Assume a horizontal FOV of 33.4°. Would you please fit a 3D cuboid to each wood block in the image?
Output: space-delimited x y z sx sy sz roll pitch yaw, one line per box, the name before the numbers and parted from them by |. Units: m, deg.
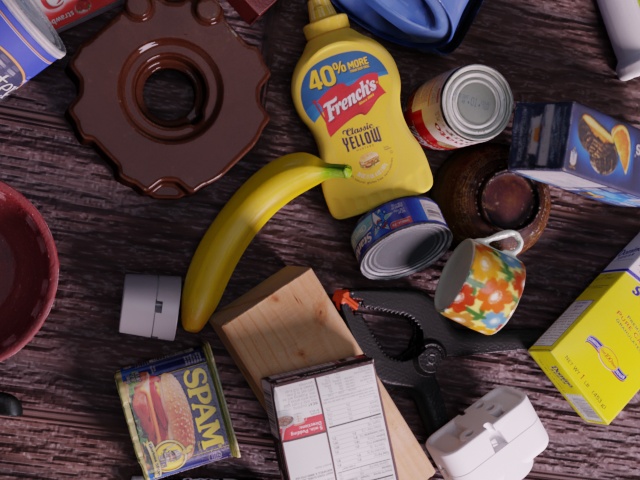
wood block | -0.001 0.133 0.920 0.090 0.091 0.206 -33 97 -11

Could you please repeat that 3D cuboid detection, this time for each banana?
banana | -0.062 -0.010 0.920 0.198 0.070 0.037 -47 132 1

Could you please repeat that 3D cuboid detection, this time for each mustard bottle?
mustard bottle | 0.027 -0.122 0.941 0.096 0.058 0.191 -18 93 6

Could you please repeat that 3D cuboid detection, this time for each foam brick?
foam brick | -0.049 -0.235 0.929 0.078 0.051 0.053 -44 100 -10

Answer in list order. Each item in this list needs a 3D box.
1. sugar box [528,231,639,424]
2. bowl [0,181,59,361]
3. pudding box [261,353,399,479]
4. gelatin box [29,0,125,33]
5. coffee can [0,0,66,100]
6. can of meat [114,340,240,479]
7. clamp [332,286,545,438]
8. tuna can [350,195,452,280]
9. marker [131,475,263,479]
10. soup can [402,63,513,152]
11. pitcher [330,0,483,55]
sugar box | 0.285 0.078 0.997 0.176 0.048 0.093 -43 101 -17
bowl | -0.295 0.025 0.867 0.162 0.055 0.162 0 90 -13
pudding box | 0.009 0.156 0.855 0.090 0.039 0.113 -12 95 -13
gelatin box | -0.215 -0.220 0.900 0.089 0.030 0.073 -28 97 -11
coffee can | -0.286 -0.146 0.831 0.140 0.103 0.103 -36 98 3
can of meat | -0.123 0.146 0.909 0.084 0.057 0.102 -15 93 -10
clamp | 0.104 0.100 0.972 0.210 0.036 0.164 43 79 -14
tuna can | 0.070 -0.002 0.939 0.086 0.086 0.034 -13 60 -13
marker | -0.104 0.216 0.932 0.121 0.020 0.020 4 89 -13
soup can | 0.120 -0.116 0.942 0.068 0.102 0.068 0 90 -14
pitcher | 0.112 -0.292 0.933 0.145 0.149 0.242 30 77 -1
